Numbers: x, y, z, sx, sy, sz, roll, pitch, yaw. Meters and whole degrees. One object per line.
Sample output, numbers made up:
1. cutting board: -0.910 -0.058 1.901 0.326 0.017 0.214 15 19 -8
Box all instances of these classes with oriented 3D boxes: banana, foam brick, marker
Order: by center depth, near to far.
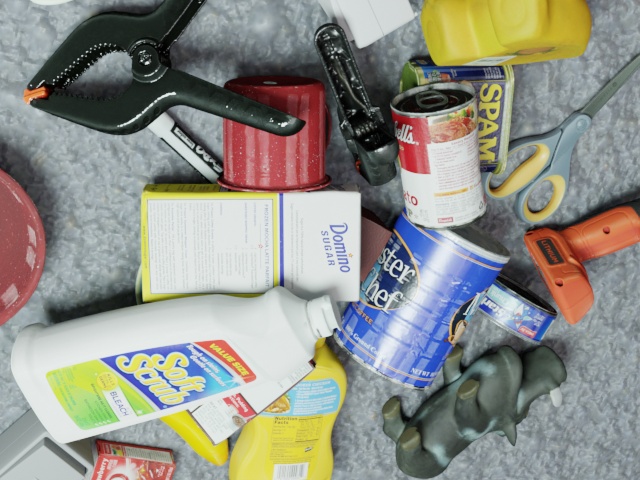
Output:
1. marker: -0.096 -0.063 0.884 0.020 0.020 0.121 -44 119 4
2. foam brick: 0.012 -0.010 0.925 0.078 0.051 0.053 27 102 -27
3. banana: -0.151 0.144 0.952 0.197 0.037 0.070 30 131 -24

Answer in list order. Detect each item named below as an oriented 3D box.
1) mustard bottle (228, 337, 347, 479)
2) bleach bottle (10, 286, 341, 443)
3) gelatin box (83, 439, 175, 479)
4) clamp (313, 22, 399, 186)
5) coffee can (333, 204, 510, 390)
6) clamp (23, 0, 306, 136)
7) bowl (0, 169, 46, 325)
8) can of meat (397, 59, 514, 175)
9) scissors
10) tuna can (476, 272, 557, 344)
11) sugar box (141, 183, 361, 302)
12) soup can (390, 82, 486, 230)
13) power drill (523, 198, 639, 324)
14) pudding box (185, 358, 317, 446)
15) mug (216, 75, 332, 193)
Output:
1. mustard bottle: -0.026 0.146 0.978 0.096 0.058 0.192 2 113 -19
2. bleach bottle: -0.109 0.084 0.847 0.251 0.068 0.102 -17 120 10
3. gelatin box: -0.182 0.232 0.981 0.073 0.030 0.089 14 108 -23
4. clamp: 0.038 -0.083 0.848 0.039 0.120 0.171 -20 153 5
5. coffee can: 0.088 0.046 0.945 0.102 0.103 0.140 23 105 -25
6. clamp: -0.119 -0.126 0.801 0.210 0.036 0.164 -22 84 8
7. bowl: -0.296 -0.002 0.826 0.162 0.055 0.162 -7 115 -15
8. can of meat: 0.113 -0.106 0.913 0.083 0.057 0.102 -4 114 -13
9. scissors: 0.238 -0.089 0.984 0.201 0.016 0.096 -33 120 -2
10. tuna can: 0.176 0.059 0.989 0.086 0.086 0.034 26 101 -26
11. sugar box: -0.056 0.001 0.866 0.176 0.048 0.093 0 104 -3
12. soup can: 0.096 -0.067 0.856 0.068 0.068 0.102 -16 117 -11
13. power drill: 0.290 0.003 0.957 0.187 0.184 0.057 -25 118 5
14. pudding box: -0.073 0.108 0.914 0.113 0.039 0.090 -39 90 0
15. mug: -0.029 -0.089 0.861 0.117 0.093 0.081 -17 113 -48
